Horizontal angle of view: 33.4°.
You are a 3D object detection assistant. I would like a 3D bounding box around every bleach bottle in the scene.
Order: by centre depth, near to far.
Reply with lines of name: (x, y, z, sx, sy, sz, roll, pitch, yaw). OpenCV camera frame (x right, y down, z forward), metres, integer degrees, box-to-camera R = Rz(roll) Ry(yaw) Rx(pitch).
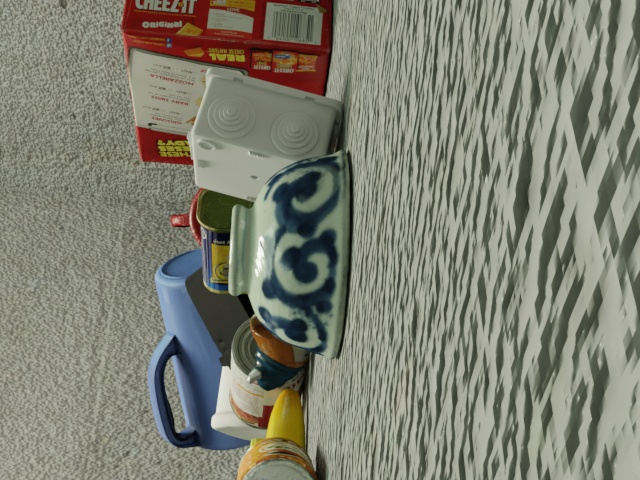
bleach bottle: (-0.075, 0.110, 1.293, 0.102, 0.068, 0.251, 36, -128, -56)

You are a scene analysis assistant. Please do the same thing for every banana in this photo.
banana: (-0.034, 0.224, 0.881, 0.069, 0.037, 0.198, -178, 91, -85)

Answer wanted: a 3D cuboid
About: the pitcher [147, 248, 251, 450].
pitcher: (-0.141, 0.141, 1.368, 0.149, 0.145, 0.243, -69, -30, -65)

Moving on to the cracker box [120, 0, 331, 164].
cracker box: (-0.080, -0.140, 0.924, 0.214, 0.164, 0.072, 101, 173, -66)

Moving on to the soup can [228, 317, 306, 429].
soup can: (-0.047, 0.118, 0.955, 0.102, 0.068, 0.068, 99, 174, -56)

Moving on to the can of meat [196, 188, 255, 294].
can of meat: (-0.056, 0.001, 0.940, 0.057, 0.102, 0.084, -91, 3, -47)
